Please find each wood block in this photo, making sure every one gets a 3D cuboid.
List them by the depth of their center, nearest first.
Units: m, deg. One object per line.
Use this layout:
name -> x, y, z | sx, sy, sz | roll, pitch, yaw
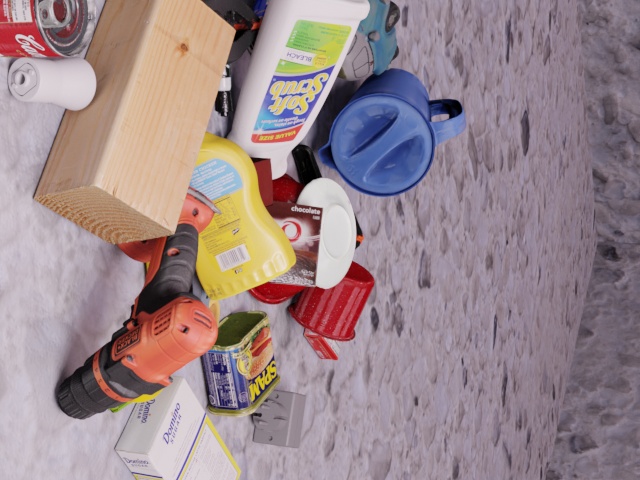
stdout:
wood block -> -0.156, -0.111, 0.920 | 0.090, 0.090, 0.206 | 35, 59, -40

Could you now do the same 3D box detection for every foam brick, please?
foam brick -> -0.095, -0.060, 1.116 | 0.052, 0.078, 0.051 | -22, 115, -65

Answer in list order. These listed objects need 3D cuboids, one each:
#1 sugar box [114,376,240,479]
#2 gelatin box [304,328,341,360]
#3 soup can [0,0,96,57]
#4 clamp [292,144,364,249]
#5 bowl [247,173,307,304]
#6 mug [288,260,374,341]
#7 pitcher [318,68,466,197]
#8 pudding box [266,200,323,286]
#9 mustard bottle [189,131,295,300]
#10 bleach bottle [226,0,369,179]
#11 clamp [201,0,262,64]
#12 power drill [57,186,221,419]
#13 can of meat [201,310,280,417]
sugar box -> -0.142, 0.225, 1.090 | 0.176, 0.048, 0.093 | 66, 35, -41
gelatin box -> 0.010, 0.108, 1.452 | 0.073, 0.030, 0.089 | 59, 40, -55
soup can -> -0.223, -0.165, 0.765 | 0.068, 0.102, 0.068 | 4, 90, -67
clamp -> 0.005, -0.032, 1.410 | 0.209, 0.036, 0.164 | 11, 83, -63
bowl -> -0.034, -0.003, 1.260 | 0.161, 0.055, 0.162 | 0, 90, -55
mug -> 0.024, 0.069, 1.359 | 0.117, 0.093, 0.081 | -3, 122, -55
pitcher -> 0.100, -0.158, 1.429 | 0.145, 0.149, 0.242 | -59, -176, 22
pudding box -> -0.058, 0.002, 1.177 | 0.039, 0.113, 0.090 | 170, -73, -74
mustard bottle -> -0.105, -0.043, 1.057 | 0.191, 0.096, 0.058 | 65, 18, -6
bleach bottle -> -0.036, -0.157, 1.156 | 0.068, 0.102, 0.251 | 59, -43, 48
clamp -> -0.119, -0.205, 1.073 | 0.171, 0.039, 0.120 | -2, 103, -55
power drill -> -0.155, 0.052, 0.928 | 0.057, 0.185, 0.187 | 34, 40, -35
can of meat -> -0.090, 0.134, 1.186 | 0.102, 0.058, 0.084 | -43, 129, -60
